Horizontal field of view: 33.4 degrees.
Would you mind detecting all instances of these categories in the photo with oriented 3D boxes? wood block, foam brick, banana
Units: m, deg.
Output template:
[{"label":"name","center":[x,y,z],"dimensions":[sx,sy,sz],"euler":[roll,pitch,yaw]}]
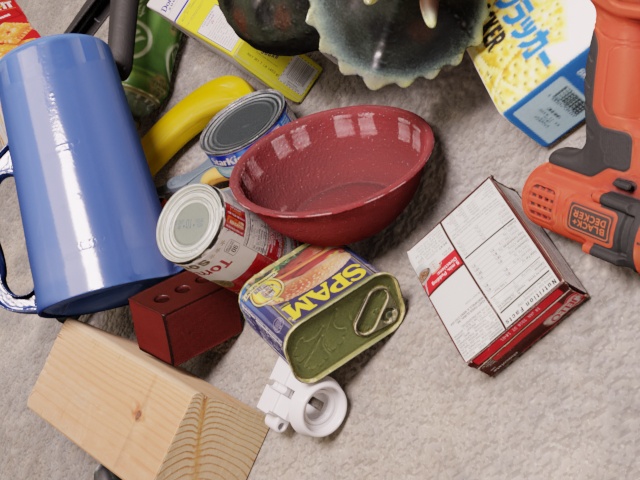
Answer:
[{"label":"wood block","center":[-0.151,0.146,0.904],"dimensions":[0.206,0.090,0.091],"euler":[20,84,47]},{"label":"foam brick","center":[-0.113,0.063,0.907],"dimensions":[0.053,0.078,0.051],"euler":[18,124,43]},{"label":"banana","center":[-0.131,-0.110,1.040],"dimensions":[0.198,0.037,0.069],"euler":[-29,34,32]}]

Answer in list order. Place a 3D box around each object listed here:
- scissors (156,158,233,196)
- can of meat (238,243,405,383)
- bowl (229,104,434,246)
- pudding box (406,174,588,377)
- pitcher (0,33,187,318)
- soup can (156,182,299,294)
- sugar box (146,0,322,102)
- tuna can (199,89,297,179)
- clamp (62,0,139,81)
[{"label":"scissors","center":[-0.119,-0.067,1.008],"dimensions":[0.202,0.016,0.096],"euler":[-1,48,43]},{"label":"can of meat","center":[-0.001,0.048,0.810],"dimensions":[0.102,0.057,0.084],"euler":[-32,37,-16]},{"label":"bowl","center":[0.014,-0.044,0.832],"dimensions":[0.162,0.055,0.162],"euler":[-12,33,8]},{"label":"pudding box","center":[0.119,0.024,0.742],"dimensions":[0.090,0.039,0.113],"euler":[-43,48,19]},{"label":"pitcher","center":[-0.225,-0.054,0.965],"dimensions":[0.145,0.148,0.243],"euler":[-25,78,43]},{"label":"soup can","center":[-0.072,0.002,0.845],"dimensions":[0.069,0.102,0.068],"euler":[-15,63,31]},{"label":"sugar box","center":[-0.083,-0.192,1.002],"dimensions":[0.048,0.093,0.176],"euler":[-55,44,5]},{"label":"tuna can","center":[-0.061,-0.093,0.937],"dimensions":[0.086,0.033,0.086],"euler":[-23,35,16]},{"label":"clamp","center":[-0.198,-0.258,1.077],"dimensions":[0.165,0.036,0.210],"euler":[33,99,51]}]
